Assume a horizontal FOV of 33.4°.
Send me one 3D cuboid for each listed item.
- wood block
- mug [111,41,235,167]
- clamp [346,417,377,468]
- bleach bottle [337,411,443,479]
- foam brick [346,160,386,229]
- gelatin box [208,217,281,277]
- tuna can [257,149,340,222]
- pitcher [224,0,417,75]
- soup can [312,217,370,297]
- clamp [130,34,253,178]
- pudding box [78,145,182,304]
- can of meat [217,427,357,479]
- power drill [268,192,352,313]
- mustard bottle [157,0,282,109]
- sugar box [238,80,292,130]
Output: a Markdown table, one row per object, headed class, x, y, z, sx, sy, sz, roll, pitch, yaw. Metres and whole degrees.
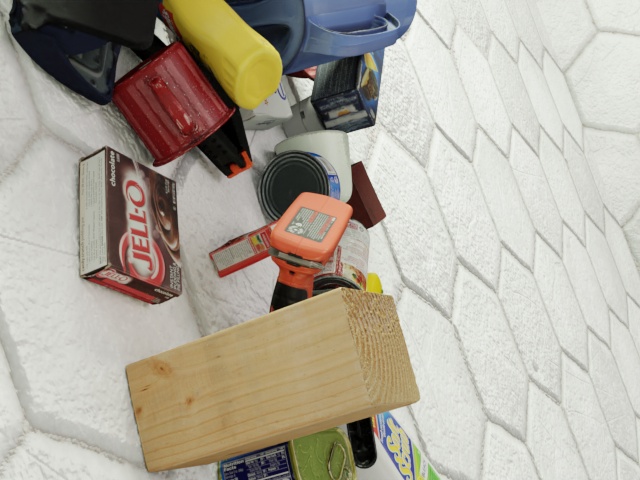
| class | x | y | z | sx | sy | sz | roll | pitch | yaw |
| --- | --- | --- | --- | --- | --- | --- | --- | --- | --- |
| wood block | -0.040 | 0.113 | 0.841 | 0.090 | 0.206 | 0.090 | 12 | 60 | -60 |
| mug | -0.136 | -0.123 | 0.960 | 0.081 | 0.093 | 0.117 | 55 | 0 | -17 |
| clamp | 0.031 | 0.132 | 1.025 | 0.171 | 0.039 | 0.120 | -85 | 170 | -63 |
| bleach bottle | 0.052 | 0.216 | 1.114 | 0.250 | 0.068 | 0.102 | 56 | 27 | -21 |
| foam brick | 0.036 | -0.048 | 1.298 | 0.078 | 0.051 | 0.052 | 66 | 26 | -5 |
| gelatin box | -0.057 | 0.001 | 1.048 | 0.030 | 0.073 | 0.089 | 65 | 26 | -3 |
| tuna can | -0.022 | -0.054 | 1.146 | 0.033 | 0.086 | 0.086 | -3 | 73 | -65 |
| pitcher | 0.008 | -0.247 | 1.143 | 0.242 | 0.145 | 0.149 | -22 | 87 | -50 |
| soup can | 0.019 | 0.029 | 1.185 | 0.068 | 0.069 | 0.102 | 51 | 30 | -32 |
| clamp | -0.134 | -0.159 | 1.063 | 0.210 | 0.036 | 0.164 | 65 | 27 | 1 |
| pudding box | -0.160 | -0.011 | 0.896 | 0.089 | 0.039 | 0.113 | 29 | 45 | -53 |
| can of meat | -0.029 | 0.202 | 0.936 | 0.102 | 0.084 | 0.057 | 17 | 56 | -59 |
| power drill | -0.018 | 0.054 | 0.995 | 0.184 | 0.057 | 0.188 | -61 | 164 | -60 |
| mustard bottle | -0.118 | -0.211 | 0.997 | 0.192 | 0.058 | 0.096 | 47 | -6 | 15 |
| sugar box | -0.091 | -0.211 | 1.178 | 0.093 | 0.048 | 0.176 | -12 | 80 | -64 |
